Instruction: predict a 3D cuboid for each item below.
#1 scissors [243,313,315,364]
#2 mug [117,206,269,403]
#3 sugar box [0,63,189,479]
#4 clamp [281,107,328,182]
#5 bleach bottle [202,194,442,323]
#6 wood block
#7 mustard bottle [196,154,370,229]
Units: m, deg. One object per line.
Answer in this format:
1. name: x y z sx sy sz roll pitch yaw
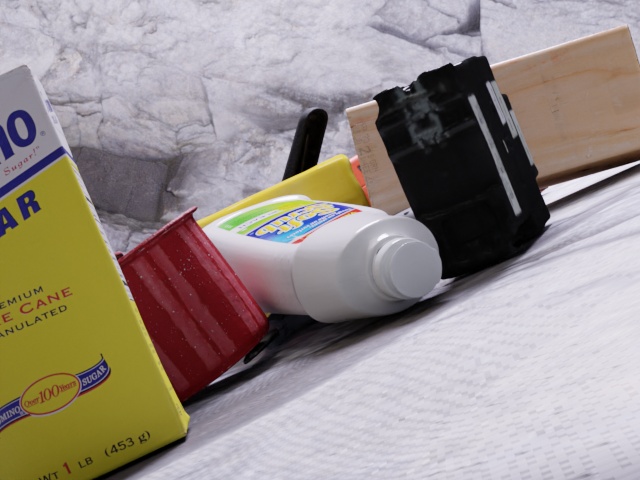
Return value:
1. scissors: -0.015 0.052 0.687 0.096 0.016 0.202 -24 1 -10
2. mug: -0.089 0.046 0.587 0.093 0.081 0.117 -33 6 47
3. sugar box: -0.134 0.022 0.468 0.093 0.176 0.048 -24 1 -7
4. clamp: -0.031 -0.007 0.953 0.036 0.164 0.210 2 -26 -37
5. bleach bottle: 0.005 0.010 0.638 0.102 0.068 0.251 -19 8 -22
6. wood block: 0.133 -0.079 0.795 0.206 0.090 0.090 -16 -6 8
7. mustard bottle: -0.056 0.001 0.819 0.191 0.058 0.096 -24 -15 1
